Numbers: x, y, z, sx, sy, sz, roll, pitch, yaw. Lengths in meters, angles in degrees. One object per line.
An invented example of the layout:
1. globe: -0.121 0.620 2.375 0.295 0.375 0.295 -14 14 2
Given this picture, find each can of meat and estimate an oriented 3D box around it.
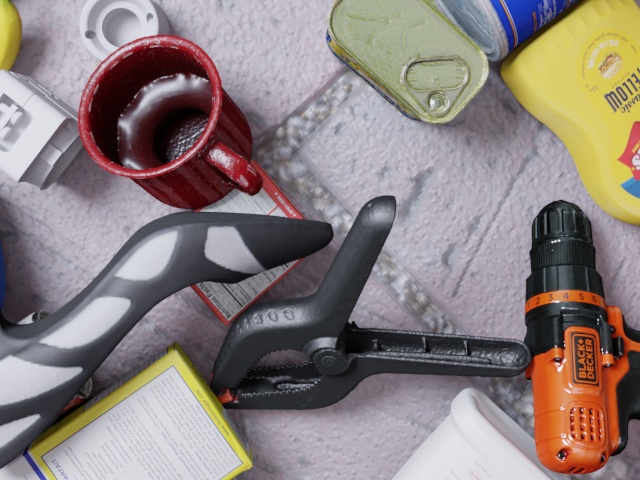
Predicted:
1. can of meat: 0.051 -0.121 0.684 0.102 0.084 0.057 41 92 -5

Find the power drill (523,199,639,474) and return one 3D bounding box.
1. power drill: 0.225 0.068 0.705 0.187 0.057 0.184 7 67 -9

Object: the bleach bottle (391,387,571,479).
1. bleach bottle: 0.050 0.222 0.716 0.102 0.068 0.251 43 103 5

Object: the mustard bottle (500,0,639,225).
1. mustard bottle: 0.211 -0.068 0.708 0.096 0.058 0.191 -39 96 -12

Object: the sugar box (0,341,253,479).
1. sugar box: -0.140 0.153 0.684 0.176 0.048 0.093 -34 96 -2

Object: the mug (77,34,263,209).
1. mug: -0.083 -0.063 0.667 0.117 0.081 0.093 31 83 22

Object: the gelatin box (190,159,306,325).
1. gelatin box: -0.055 0.001 0.717 0.089 0.030 0.073 -41 97 1

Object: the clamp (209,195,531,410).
1. clamp: 0.006 0.055 0.674 0.210 0.036 0.164 -19 128 25
